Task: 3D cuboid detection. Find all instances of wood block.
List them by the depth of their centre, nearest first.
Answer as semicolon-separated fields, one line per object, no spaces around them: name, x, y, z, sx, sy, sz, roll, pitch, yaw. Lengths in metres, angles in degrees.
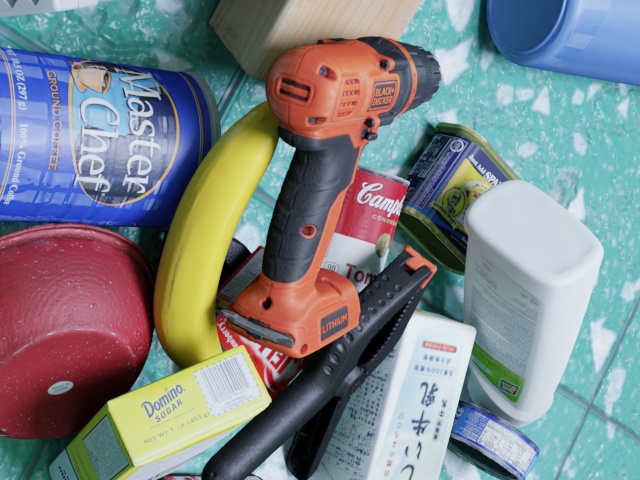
wood block;0.023;-0.198;0.697;0.090;0.090;0.206;18;114;-35

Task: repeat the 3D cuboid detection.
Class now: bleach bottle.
bleach bottle;0.152;0.071;0.851;0.068;0.103;0.251;-33;148;-24

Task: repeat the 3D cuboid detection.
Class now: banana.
banana;-0.067;0.009;0.649;0.069;0.037;0.198;-21;133;-47

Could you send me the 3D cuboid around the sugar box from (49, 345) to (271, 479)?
sugar box;-0.107;0.123;0.669;0.093;0.176;0.048;-20;79;-32

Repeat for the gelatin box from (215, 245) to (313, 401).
gelatin box;-0.039;0.060;0.742;0.073;0.030;0.089;-46;128;-21

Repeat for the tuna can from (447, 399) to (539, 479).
tuna can;0.140;0.170;0.898;0.086;0.086;0.033;42;73;-33

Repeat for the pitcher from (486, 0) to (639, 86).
pitcher;0.260;-0.201;0.894;0.242;0.149;0.145;0;122;-32

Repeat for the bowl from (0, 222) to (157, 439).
bowl;-0.164;0.069;0.645;0.162;0.055;0.162;-19;137;-19

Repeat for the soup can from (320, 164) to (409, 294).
soup can;0.019;-0.004;0.792;0.068;0.069;0.102;17;90;-36

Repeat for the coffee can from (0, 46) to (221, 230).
coffee can;-0.145;-0.060;0.646;0.140;0.103;0.103;3;97;-35

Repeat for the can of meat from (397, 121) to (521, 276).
can of meat;0.111;-0.030;0.858;0.102;0.058;0.084;42;77;-32

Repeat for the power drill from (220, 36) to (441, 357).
power drill;0.010;-0.033;0.655;0.184;0.057;0.188;-19;125;-60

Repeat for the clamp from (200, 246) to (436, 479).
clamp;0.012;0.098;0.763;0.210;0.036;0.164;-51;160;-1
